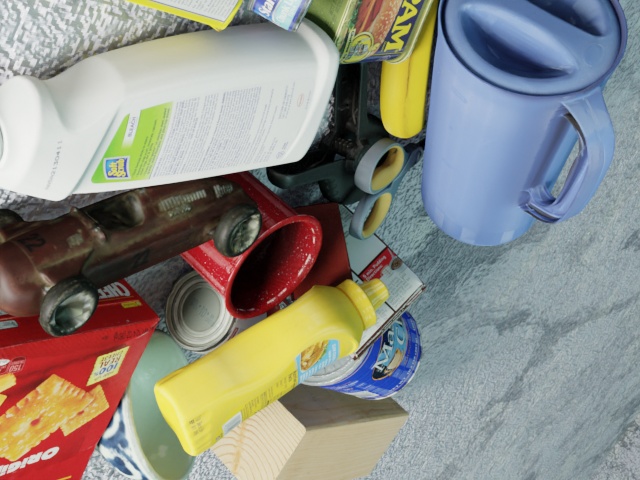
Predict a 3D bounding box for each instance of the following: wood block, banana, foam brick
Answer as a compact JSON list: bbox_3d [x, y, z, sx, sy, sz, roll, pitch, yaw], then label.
[{"bbox_3d":[-0.009,0.192,1.097,0.205,0.090,0.091,7,120,-57],"label":"wood block"},{"bbox_3d":[0.068,-0.149,0.814,0.069,0.037,0.198,-75,171,-46],"label":"banana"},{"bbox_3d":[-0.002,0.013,0.871,0.051,0.078,0.053,-11,169,3],"label":"foam brick"}]

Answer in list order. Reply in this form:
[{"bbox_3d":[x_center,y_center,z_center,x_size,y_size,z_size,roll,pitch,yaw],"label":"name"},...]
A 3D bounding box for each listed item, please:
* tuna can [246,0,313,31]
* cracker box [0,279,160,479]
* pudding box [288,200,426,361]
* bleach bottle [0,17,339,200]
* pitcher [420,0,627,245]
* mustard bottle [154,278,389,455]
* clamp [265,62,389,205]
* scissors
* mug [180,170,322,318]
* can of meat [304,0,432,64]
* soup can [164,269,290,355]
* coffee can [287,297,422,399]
[{"bbox_3d":[-0.011,-0.172,0.652,0.086,0.033,0.086,-61,-174,10],"label":"tuna can"},{"bbox_3d":[-0.222,0.125,0.723,0.163,0.072,0.214,-6,131,-52],"label":"cracker box"},{"bbox_3d":[0.021,0.033,0.915,0.090,0.113,0.039,-45,170,-7],"label":"pudding box"},{"bbox_3d":[-0.104,-0.081,0.649,0.250,0.068,0.103,-14,135,-44],"label":"bleach bottle"},{"bbox_3d":[0.149,-0.088,0.839,0.243,0.145,0.149,92,16,-60],"label":"pitcher"},{"bbox_3d":[-0.029,0.084,0.798,0.191,0.058,0.096,-31,160,-16],"label":"mustard bottle"},{"bbox_3d":[0.023,-0.083,0.854,0.120,0.039,0.171,-57,158,6],"label":"clamp"},{"bbox_3d":[0.070,-0.056,0.924,0.201,0.016,0.096,-21,132,-63],"label":"scissors"},{"bbox_3d":[-0.055,0.001,0.798,0.093,0.082,0.117,-48,152,-2],"label":"mug"},{"bbox_3d":[0.030,-0.171,0.735,0.083,0.057,0.102,-14,137,-44],"label":"can of meat"},{"bbox_3d":[-0.072,0.064,0.868,0.068,0.069,0.102,-52,152,6],"label":"soup can"},{"bbox_3d":[0.026,0.093,1.008,0.103,0.103,0.140,-52,152,5],"label":"coffee can"}]
